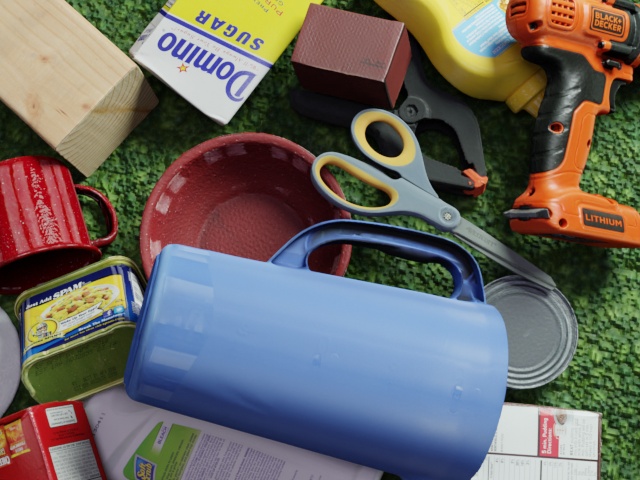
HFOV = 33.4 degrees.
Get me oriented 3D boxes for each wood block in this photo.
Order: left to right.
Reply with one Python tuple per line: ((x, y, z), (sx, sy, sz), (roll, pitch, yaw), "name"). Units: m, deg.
((-0.239, -0.158, 0.849), (0.206, 0.091, 0.090), (41, 84, 10), "wood block")

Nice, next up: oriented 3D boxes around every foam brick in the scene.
((0.024, -0.141, 0.821), (0.078, 0.051, 0.053), (16, 77, 15), "foam brick")

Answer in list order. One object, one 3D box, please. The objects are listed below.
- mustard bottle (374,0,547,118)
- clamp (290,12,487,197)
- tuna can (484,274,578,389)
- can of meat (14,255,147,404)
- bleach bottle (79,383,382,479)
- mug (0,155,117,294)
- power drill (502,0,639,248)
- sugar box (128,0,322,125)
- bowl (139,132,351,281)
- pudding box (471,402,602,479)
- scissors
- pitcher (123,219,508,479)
((0.119, -0.169, 0.840), (0.096, 0.058, 0.191), (-38, 84, -33), "mustard bottle")
((0.060, -0.094, 0.848), (0.120, 0.039, 0.171), (-35, 73, 3), "clamp")
((0.150, 0.071, 0.813), (0.086, 0.034, 0.086), (-1, 79, 3), "tuna can")
((-0.175, 0.069, 0.799), (0.102, 0.057, 0.084), (-22, 36, -1), "can of meat")
((-0.085, 0.161, 0.795), (0.251, 0.068, 0.102), (23, 85, 9), "bleach bottle")
((-0.215, -0.015, 0.829), (0.117, 0.093, 0.081), (-10, 72, -30), "mug")
((0.214, -0.090, 0.808), (0.184, 0.057, 0.187), (7, 86, -27), "power drill")
((-0.060, -0.186, 0.835), (0.093, 0.048, 0.176), (36, 92, -22), "sugar box")
((-0.055, 0.001, 0.827), (0.162, 0.055, 0.162), (-1, 79, 3), "bowl")
((0.150, 0.167, 0.793), (0.113, 0.039, 0.090), (3, 78, 6), "pudding box")
((0.092, -0.036, 0.807), (0.201, 0.016, 0.096), (18, 70, -4), "scissors")
((-0.002, 0.071, 0.731), (0.242, 0.149, 0.145), (15, 123, -10), "pitcher")
